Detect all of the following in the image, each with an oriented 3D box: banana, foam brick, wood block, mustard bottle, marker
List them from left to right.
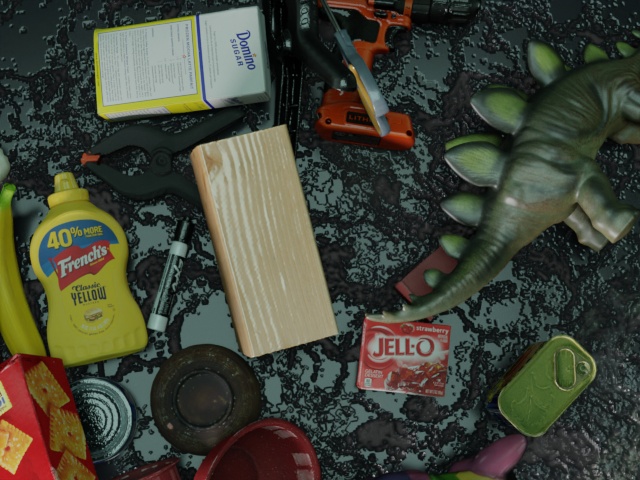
[{"bbox_3d":[-0.309,0.045,1.059,0.037,0.070,0.198,-13,92,-32],"label":"banana"},{"bbox_3d":[-0.238,0.025,1.067,0.096,0.058,0.191,-12,82,-12],"label":"mustard bottle"},{"bbox_3d":[-0.152,0.033,1.091,0.020,0.020,0.121,15,81,-1],"label":"marker"},{"bbox_3d":[-0.057,0.001,1.046,0.090,0.090,0.206,-15,92,-12],"label":"wood block"},{"bbox_3d":[0.122,0.039,1.086,0.078,0.053,0.051,-40,85,-7],"label":"foam brick"}]

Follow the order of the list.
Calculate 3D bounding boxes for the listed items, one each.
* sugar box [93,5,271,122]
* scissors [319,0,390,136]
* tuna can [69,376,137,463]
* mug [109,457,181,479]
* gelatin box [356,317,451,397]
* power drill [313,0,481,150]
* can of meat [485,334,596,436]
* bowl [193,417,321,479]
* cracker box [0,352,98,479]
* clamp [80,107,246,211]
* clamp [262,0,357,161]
[{"bbox_3d":[-0.141,-0.179,1.094,0.176,0.048,0.093,-5,83,6],"label":"sugar box"},{"bbox_3d":[0.030,-0.181,1.067,0.016,0.096,0.202,-24,49,0],"label":"scissors"},{"bbox_3d":[-0.226,0.178,1.059,0.086,0.034,0.086,0,82,-3],"label":"tuna can"},{"bbox_3d":[-0.172,0.265,1.013,0.093,0.117,0.081,-21,88,32],"label":"mug"},{"bbox_3d":[0.084,0.118,1.084,0.089,0.030,0.073,7,81,-2],"label":"gelatin box"},{"bbox_3d":[0.070,-0.192,1.116,0.184,0.057,0.187,6,79,2],"label":"power drill"},{"bbox_3d":[0.215,0.144,1.059,0.057,0.084,0.102,44,82,4],"label":"can of meat"},{"bbox_3d":[-0.072,0.246,1.022,0.161,0.055,0.162,-5,97,-46],"label":"bowl"},{"bbox_3d":[-0.286,0.234,0.973,0.164,0.072,0.214,-31,66,20],"label":"cracker box"},{"bbox_3d":[-0.155,-0.089,1.098,0.171,0.039,0.120,11,79,-6],"label":"clamp"},{"bbox_3d":[-0.029,-0.187,1.092,0.036,0.165,0.210,0,58,-28],"label":"clamp"}]
